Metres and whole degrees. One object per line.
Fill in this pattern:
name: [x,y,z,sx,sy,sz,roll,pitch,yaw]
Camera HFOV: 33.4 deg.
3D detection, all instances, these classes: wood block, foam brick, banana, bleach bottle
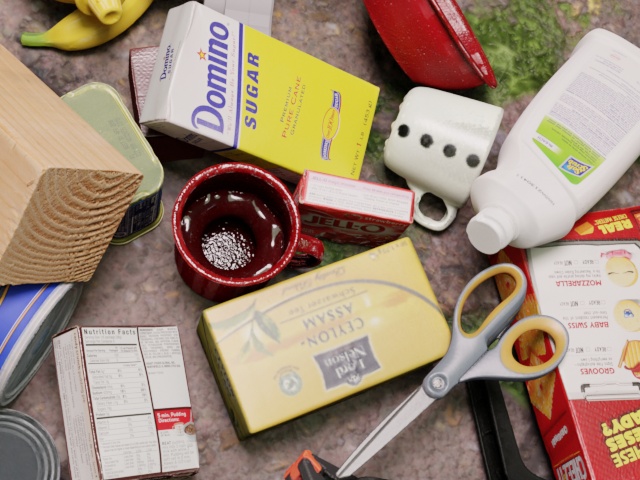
wood block: [-0.230,-0.067,0.728,0.206,0.090,0.091,41,111,26]
foam brick: [-0.120,-0.107,0.837,0.053,0.051,0.078,-6,74,-12]
banana: [-0.160,-0.221,0.871,0.069,0.037,0.197,33,70,0]
bleach bottle: [0.186,-0.073,0.836,0.103,0.068,0.250,37,52,16]

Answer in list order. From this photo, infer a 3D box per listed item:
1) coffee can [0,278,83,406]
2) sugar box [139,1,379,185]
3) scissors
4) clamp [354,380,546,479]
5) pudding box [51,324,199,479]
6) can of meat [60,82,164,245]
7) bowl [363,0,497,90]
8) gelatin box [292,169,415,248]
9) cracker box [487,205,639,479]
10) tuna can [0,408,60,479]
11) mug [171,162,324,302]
coffee can: [-0.252,0.035,0.740,0.140,0.103,0.102,31,70,0]
sugar box: [-0.042,-0.103,0.810,0.176,0.048,0.093,19,79,-35]
scissors: [0.103,0.107,0.759,0.096,0.016,0.201,31,72,10]
clamp: [0.128,0.201,0.788,0.164,0.036,0.210,-35,87,-34]
pudding box: [-0.136,0.116,0.751,0.089,0.039,0.113,4,67,-46]
can of meat: [-0.159,-0.057,0.796,0.057,0.084,0.102,-30,81,-18]
bowl: [0.080,-0.180,0.866,0.055,0.162,0.162,-30,79,18]
gelatin box: [0.021,-0.022,0.826,0.089,0.073,0.030,10,72,-8]
cracker box: [0.240,0.083,0.827,0.164,0.072,0.214,-8,68,-13]
tuna can: [-0.224,0.162,0.743,0.086,0.034,0.086,3,73,-10]
mug: [-0.055,0.001,0.800,0.117,0.082,0.093,9,72,-8]
